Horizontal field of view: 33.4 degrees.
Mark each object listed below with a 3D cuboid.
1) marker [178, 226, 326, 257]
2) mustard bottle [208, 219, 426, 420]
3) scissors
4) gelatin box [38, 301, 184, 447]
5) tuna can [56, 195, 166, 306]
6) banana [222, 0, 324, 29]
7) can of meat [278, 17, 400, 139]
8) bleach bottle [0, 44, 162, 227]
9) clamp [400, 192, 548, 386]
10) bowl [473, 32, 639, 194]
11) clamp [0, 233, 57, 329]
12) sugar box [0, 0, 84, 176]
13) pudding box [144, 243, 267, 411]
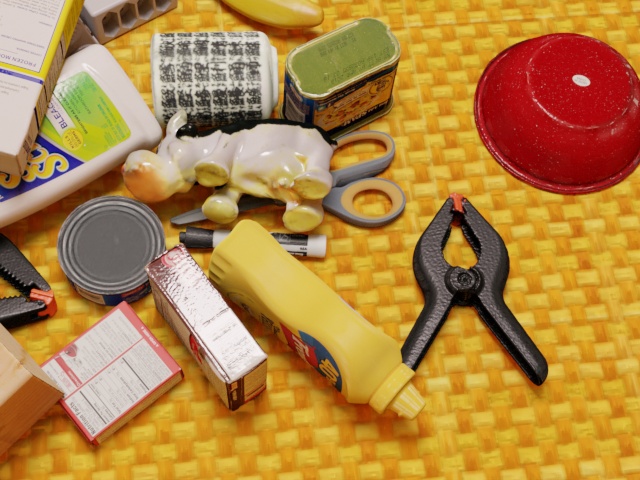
[{"bbox_3d":[-0.056,0.001,0.878,0.121,0.020,0.020,4,67,-2],"label":"marker"},{"bbox_3d":[0.002,0.068,0.811,0.192,0.096,0.058,39,72,12],"label":"mustard bottle"},{"bbox_3d":[-0.015,-0.027,0.894,0.201,0.016,0.096,-29,72,-14],"label":"scissors"},{"bbox_3d":[-0.162,0.103,0.823,0.089,0.030,0.073,-39,75,-15],"label":"gelatin box"},{"bbox_3d":[-0.167,0.009,0.860,0.086,0.034,0.086,1,67,-3],"label":"tuna can"},{"bbox_3d":[-0.078,-0.250,0.963,0.198,0.070,0.037,52,29,11],"label":"banana"},{"bbox_3d":[0.016,-0.134,0.905,0.102,0.084,0.057,-28,71,-14],"label":"can of meat"},{"bbox_3d":[-0.252,-0.051,0.837,0.250,0.068,0.102,-38,102,-23],"label":"bleach bottle"},{"bbox_3d":[0.125,0.044,0.860,0.120,0.039,0.171,9,67,-1],"label":"clamp"},{"bbox_3d":[0.218,-0.124,0.928,0.162,0.055,0.162,1,67,-3],"label":"bowl"},{"bbox_3d":[-0.310,0.015,0.848,0.210,0.036,0.164,9,64,-2],"label":"clamp"},{"bbox_3d":[-0.245,-0.142,0.809,0.093,0.048,0.176,15,70,-3],"label":"sugar box"},{"bbox_3d":[-0.086,0.067,0.810,0.039,0.090,0.113,-33,73,-14],"label":"pudding box"}]
